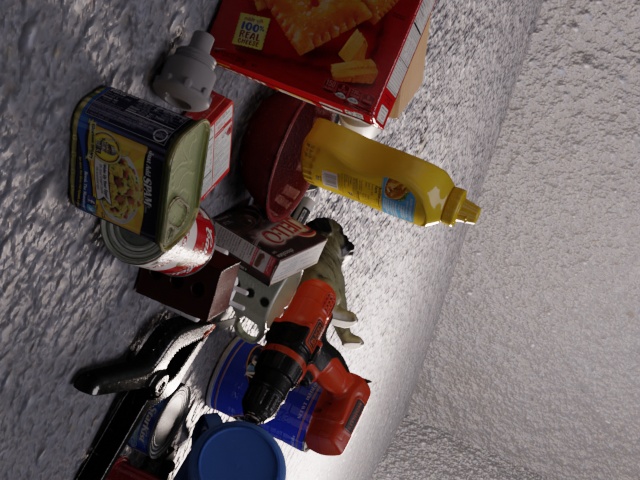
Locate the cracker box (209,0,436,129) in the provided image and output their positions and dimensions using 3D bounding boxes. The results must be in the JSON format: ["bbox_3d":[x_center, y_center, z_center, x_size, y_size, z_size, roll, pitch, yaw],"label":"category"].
[{"bbox_3d":[0.016,-0.225,0.916,0.072,0.164,0.214,8,105,-78],"label":"cracker box"}]

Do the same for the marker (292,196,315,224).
[{"bbox_3d":[-0.041,-0.004,1.375,0.121,0.020,0.020,-61,165,-23],"label":"marker"}]

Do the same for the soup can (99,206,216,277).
[{"bbox_3d":[-0.134,-0.008,0.894,0.068,0.068,0.102,-67,166,-2],"label":"soup can"}]

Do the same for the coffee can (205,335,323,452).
[{"bbox_3d":[-0.061,0.195,1.360,0.102,0.140,0.103,-60,165,-28],"label":"coffee can"}]

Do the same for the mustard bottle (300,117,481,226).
[{"bbox_3d":[0.075,-0.061,1.112,0.058,0.192,0.096,-61,165,-23],"label":"mustard bottle"}]

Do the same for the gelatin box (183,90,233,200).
[{"bbox_3d":[-0.110,-0.079,0.956,0.073,0.030,0.089,-54,161,-41],"label":"gelatin box"}]

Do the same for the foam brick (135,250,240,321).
[{"bbox_3d":[-0.122,0.033,0.988,0.051,0.078,0.053,-28,136,-69],"label":"foam brick"}]

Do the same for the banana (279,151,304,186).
[{"bbox_3d":[-0.045,-0.029,1.233,0.198,0.069,0.037,-64,-150,13],"label":"banana"}]

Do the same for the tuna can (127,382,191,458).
[{"bbox_3d":[-0.173,0.186,1.137,0.086,0.034,0.086,-60,165,-28],"label":"tuna can"}]

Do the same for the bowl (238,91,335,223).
[{"bbox_3d":[-0.041,-0.102,1.131,0.162,0.055,0.162,-60,165,-28],"label":"bowl"}]

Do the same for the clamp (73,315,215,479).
[{"bbox_3d":[-0.172,0.131,1.035,0.209,0.036,0.165,-50,159,-39],"label":"clamp"}]

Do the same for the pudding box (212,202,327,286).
[{"bbox_3d":[-0.058,0.001,1.143,0.113,0.090,0.039,-28,143,-59],"label":"pudding box"}]

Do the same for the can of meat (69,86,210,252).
[{"bbox_3d":[-0.134,-0.054,0.781,0.057,0.084,0.102,-51,159,-51],"label":"can of meat"}]

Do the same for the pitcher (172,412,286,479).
[{"bbox_3d":[-0.116,0.286,1.240,0.144,0.149,0.243,-51,173,-30],"label":"pitcher"}]

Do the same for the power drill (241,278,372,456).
[{"bbox_3d":[-0.012,0.165,1.210,0.184,0.057,0.187,-60,144,-31],"label":"power drill"}]
